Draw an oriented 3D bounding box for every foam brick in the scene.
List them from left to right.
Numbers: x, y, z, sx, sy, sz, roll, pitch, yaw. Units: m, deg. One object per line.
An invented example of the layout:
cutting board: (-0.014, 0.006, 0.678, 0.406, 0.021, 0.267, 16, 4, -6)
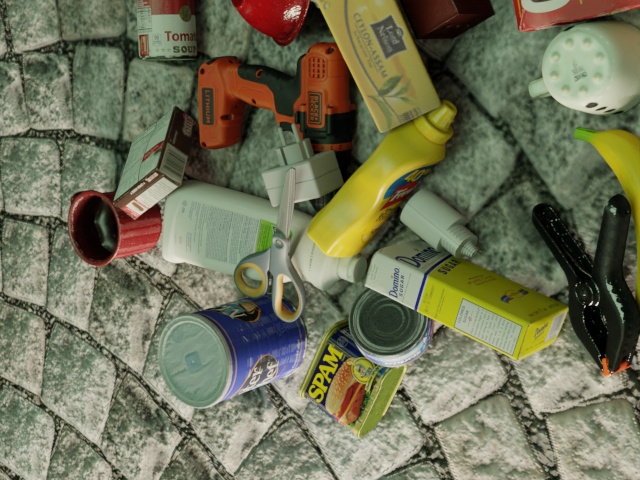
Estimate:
foam brick: (0.119, -0.225, 1.015, 0.053, 0.078, 0.051, -27, 84, 36)

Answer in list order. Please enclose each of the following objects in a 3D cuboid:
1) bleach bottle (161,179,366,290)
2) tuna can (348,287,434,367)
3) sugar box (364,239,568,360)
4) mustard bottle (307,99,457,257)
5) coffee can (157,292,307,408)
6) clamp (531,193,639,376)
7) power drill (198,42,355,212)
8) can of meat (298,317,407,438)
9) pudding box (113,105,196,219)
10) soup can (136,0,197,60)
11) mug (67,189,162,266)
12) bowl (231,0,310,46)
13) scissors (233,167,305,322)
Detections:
bleach bottle: (-0.063, 0.006, 1.196, 0.251, 0.067, 0.102, 18, 110, 30)
tuna can: (0.072, 0.085, 1.100, 0.086, 0.033, 0.086, -6, 67, 13)
sugar box: (0.140, 0.053, 1.036, 0.176, 0.093, 0.048, 28, 112, 29)
mustard bottle: (0.070, -0.066, 1.065, 0.058, 0.096, 0.192, 49, 122, 14)
coffee can: (-0.096, 0.120, 1.189, 0.103, 0.140, 0.103, 7, 101, 35)
clamp: (0.255, 0.036, 0.966, 0.171, 0.039, 0.120, 69, 160, 2)
power drill: (-0.046, -0.127, 1.167, 0.188, 0.057, 0.184, 11, 107, 33)
can of meat: (0.036, 0.150, 1.151, 0.084, 0.057, 0.102, 34, 116, 25)
pudding box: (-0.193, -0.092, 1.252, 0.090, 0.039, 0.113, -33, 33, 36)
soup can: (-0.178, -0.260, 1.231, 0.069, 0.068, 0.102, 5, 101, 35)
mug: (-0.259, -0.026, 1.320, 0.117, 0.081, 0.093, 34, 116, 27)
bowl: (-0.057, -0.283, 1.100, 0.162, 0.055, 0.162, 180, 90, -70)
scissors: (-0.057, 0.001, 1.128, 0.096, 0.016, 0.202, 13, 129, 26)
